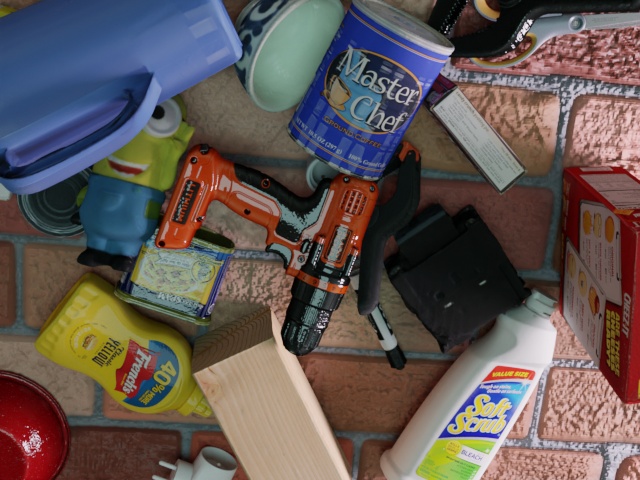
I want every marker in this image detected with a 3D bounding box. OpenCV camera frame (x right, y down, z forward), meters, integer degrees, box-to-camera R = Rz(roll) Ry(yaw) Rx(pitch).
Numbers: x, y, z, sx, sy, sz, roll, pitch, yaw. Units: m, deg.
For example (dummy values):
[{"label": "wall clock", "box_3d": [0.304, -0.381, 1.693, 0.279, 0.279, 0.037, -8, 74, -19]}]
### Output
[{"label": "marker", "box_3d": [0.061, 0.084, 1.116, 0.020, 0.020, 0.121, -24, 109, 4]}]

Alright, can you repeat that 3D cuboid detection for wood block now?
[{"label": "wood block", "box_3d": [-0.048, 0.187, 1.106, 0.091, 0.090, 0.206, -24, 108, 4]}]

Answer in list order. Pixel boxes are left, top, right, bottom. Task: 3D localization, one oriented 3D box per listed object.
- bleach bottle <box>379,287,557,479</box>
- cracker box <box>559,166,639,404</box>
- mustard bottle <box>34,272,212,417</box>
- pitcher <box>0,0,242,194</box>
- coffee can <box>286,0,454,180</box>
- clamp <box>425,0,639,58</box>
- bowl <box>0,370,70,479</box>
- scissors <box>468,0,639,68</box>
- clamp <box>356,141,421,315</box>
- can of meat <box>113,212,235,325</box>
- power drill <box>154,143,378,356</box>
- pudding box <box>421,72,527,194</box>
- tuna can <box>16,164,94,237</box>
[{"label": "bleach bottle", "box_3d": [0.166, 0.159, 1.126, 0.102, 0.068, 0.251, 24, 104, -20]}, {"label": "cracker box", "box_3d": [0.289, 0.034, 1.012, 0.072, 0.214, 0.164, -3, 109, -3]}, {"label": "mustard bottle", "box_3d": [-0.188, 0.122, 1.091, 0.191, 0.058, 0.096, 37, 104, -15]}, {"label": "pitcher", "box_3d": [-0.191, -0.146, 0.903, 0.243, 0.145, 0.149, -25, 98, 2]}, {"label": "coffee can", "box_3d": [0.045, -0.141, 0.985, 0.102, 0.103, 0.140, 25, 111, -12]}, {"label": "clamp", "box_3d": [0.184, -0.225, 0.974, 0.210, 0.036, 0.164, -41, 77, 27]}, {"label": "bowl", "box_3d": [-0.346, 0.219, 1.114, 0.162, 0.055, 0.162, -1, 109, -3]}, {"label": "scissors", "box_3d": [0.232, -0.226, 1.026, 0.202, 0.016, 0.096, -19, 109, 2]}, {"label": "clamp", "box_3d": [0.050, -0.015, 1.050, 0.120, 0.039, 0.171, 45, 103, 16]}, {"label": "can of meat", "box_3d": [-0.144, 0.026, 1.063, 0.102, 0.057, 0.084, 19, 104, -11]}, {"label": "power drill", "box_3d": [-0.057, 0.001, 1.006, 0.187, 0.057, 0.184, 20, 97, -8]}, {"label": "pudding box", "box_3d": [0.141, -0.105, 1.021, 0.039, 0.090, 0.113, -42, 107, 9]}, {"label": "tuna can", "box_3d": [-0.252, -0.047, 1.042, 0.086, 0.034, 0.086, -1, 109, -4]}]
